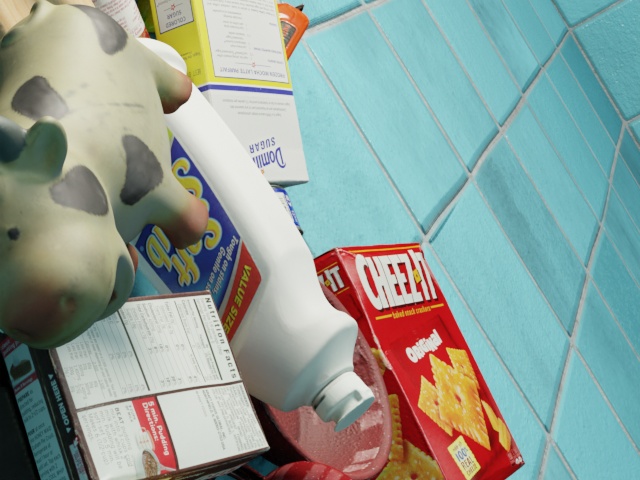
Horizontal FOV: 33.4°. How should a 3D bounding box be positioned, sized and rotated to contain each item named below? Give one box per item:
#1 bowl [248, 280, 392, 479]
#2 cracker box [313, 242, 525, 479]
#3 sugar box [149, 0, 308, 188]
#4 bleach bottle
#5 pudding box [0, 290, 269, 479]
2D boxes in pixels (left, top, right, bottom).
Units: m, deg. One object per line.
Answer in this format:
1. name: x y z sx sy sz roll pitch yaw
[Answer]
1. bowl: -0.021 0.094 0.711 0.162 0.055 0.162 41 30 -31
2. cracker box: 0.070 0.109 0.848 0.164 0.072 0.214 -2 65 -62
3. sugar box: -0.064 -0.120 0.716 0.093 0.048 0.176 -5 87 -54
4. bleach bottle: -0.054 0.001 0.620 0.251 0.103 0.068 48 20 20
5. pudding box: -0.086 0.073 0.506 0.113 0.039 0.090 -1 62 -52
